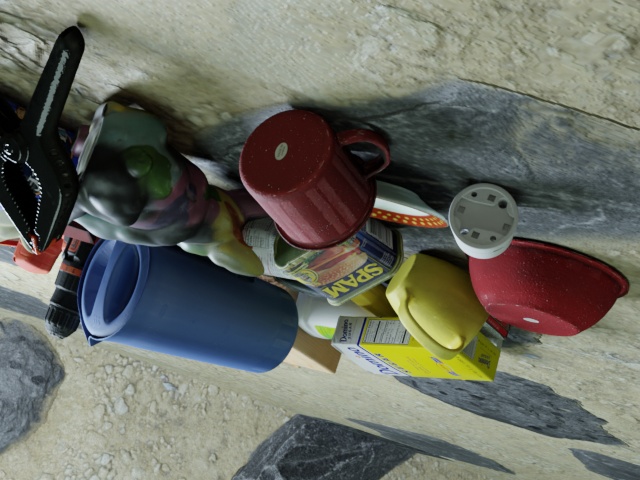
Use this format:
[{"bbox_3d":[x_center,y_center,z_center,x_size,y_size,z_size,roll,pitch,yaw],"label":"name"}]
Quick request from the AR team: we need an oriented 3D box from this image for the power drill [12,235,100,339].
[{"bbox_3d":[-0.306,0.017,1.284,0.057,0.184,0.188,29,171,-36],"label":"power drill"}]

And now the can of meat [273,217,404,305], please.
[{"bbox_3d":[0.016,0.010,1.044,0.102,0.057,0.083,-30,133,33],"label":"can of meat"}]

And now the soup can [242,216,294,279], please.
[{"bbox_3d":[-0.057,0.001,1.126,0.102,0.068,0.068,10,164,25],"label":"soup can"}]

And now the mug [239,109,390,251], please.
[{"bbox_3d":[-0.002,-0.054,0.842,0.117,0.093,0.081,-21,147,15],"label":"mug"}]

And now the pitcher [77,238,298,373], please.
[{"bbox_3d":[-0.138,0.067,1.215,0.242,0.145,0.149,22,153,-40],"label":"pitcher"}]

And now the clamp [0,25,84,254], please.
[{"bbox_3d":[-0.255,-0.089,0.881,0.165,0.036,0.210,17,125,24],"label":"clamp"}]

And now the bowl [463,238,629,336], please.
[{"bbox_3d":[0.210,0.052,1.026,0.162,0.055,0.162,17,166,4],"label":"bowl"}]

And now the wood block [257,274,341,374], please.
[{"bbox_3d":[-0.045,0.104,1.442,0.090,0.091,0.206,10,164,28],"label":"wood block"}]

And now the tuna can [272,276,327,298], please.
[{"bbox_3d":[-0.012,0.041,1.284,0.086,0.033,0.086,16,165,4],"label":"tuna can"}]

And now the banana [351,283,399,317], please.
[{"bbox_3d":[0.050,0.052,1.238,0.070,0.037,0.197,15,164,45],"label":"banana"}]

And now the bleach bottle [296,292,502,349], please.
[{"bbox_3d":[0.100,0.104,1.336,0.251,0.068,0.102,9,162,22],"label":"bleach bottle"}]

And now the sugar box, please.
[{"bbox_3d":[0.109,0.125,1.241,0.177,0.048,0.093,-6,148,40],"label":"sugar box"}]
